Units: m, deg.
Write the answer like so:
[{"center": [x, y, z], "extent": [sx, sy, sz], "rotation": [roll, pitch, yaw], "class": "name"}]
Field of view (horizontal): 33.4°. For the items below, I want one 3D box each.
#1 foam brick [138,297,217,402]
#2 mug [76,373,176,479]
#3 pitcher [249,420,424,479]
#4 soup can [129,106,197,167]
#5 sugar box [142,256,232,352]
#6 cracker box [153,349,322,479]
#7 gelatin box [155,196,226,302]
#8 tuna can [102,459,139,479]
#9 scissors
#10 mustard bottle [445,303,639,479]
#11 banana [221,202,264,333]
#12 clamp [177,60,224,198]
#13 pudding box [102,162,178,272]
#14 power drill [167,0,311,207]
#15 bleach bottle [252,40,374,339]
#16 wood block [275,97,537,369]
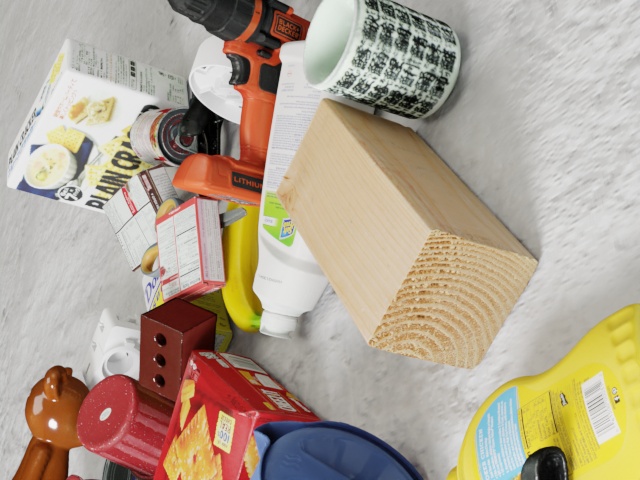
[{"center": [-0.133, 0.101, 0.991], "extent": [0.053, 0.051, 0.078], "rotation": [19, 118, 28], "class": "foam brick"}, {"center": [-0.195, 0.181, 1.075], "extent": [0.117, 0.081, 0.093], "rotation": [18, 76, 45], "class": "mug"}, {"center": [-0.021, 0.256, 0.737], "extent": [0.149, 0.145, 0.243], "rotation": [-94, 28, -53], "class": "pitcher"}, {"center": [-0.173, -0.119, 1.231], "extent": [0.102, 0.068, 0.068], "rotation": [9, 85, 62], "class": "soup can"}, {"center": [-0.142, 0.068, 1.110], "extent": [0.093, 0.048, 0.176], "rotation": [-58, 34, 27], "class": "sugar box"}, {"center": [-0.088, 0.219, 0.914], "extent": [0.164, 0.072, 0.214], "rotation": [28, 102, 61], "class": "cracker box"}, {"center": [-0.124, 0.011, 1.021], "extent": [0.073, 0.030, 0.089], "rotation": [-25, 66, 46], "class": "gelatin box"}, {"center": [-0.204, 0.252, 1.143], "extent": [0.086, 0.033, 0.086], "rotation": [-35, 48, 50], "class": "tuna can"}, {"center": [-0.128, -0.025, 1.079], "extent": [0.202, 0.016, 0.096], "rotation": [-34, 45, 44], "class": "scissors"}, {"center": [0.130, 0.118, 0.590], "extent": [0.192, 0.058, 0.096], "rotation": [-43, 48, 44], "class": "mustard bottle"}, {"center": [-0.068, 0.013, 1.016], "extent": [0.070, 0.037, 0.198], "rotation": [-37, 46, 36], "class": "banana"}, {"center": [-0.121, -0.131, 1.153], "extent": [0.120, 0.039, 0.171], "rotation": [90, -174, -47], "class": "clamp"}, {"center": [-0.199, -0.024, 1.224], "extent": [0.114, 0.039, 0.090], "rotation": [-33, 82, 53], "class": "pudding box"}, {"center": [-0.075, -0.131, 0.946], "extent": [0.057, 0.184, 0.187], "rotation": [8, 85, 47], "class": "power drill"}, {"center": [-0.015, -0.042, 0.918], "extent": [0.103, 0.068, 0.251], "rotation": [13, 90, 57], "class": "bleach bottle"}, {"center": [0.052, -0.010, 0.756], "extent": [0.091, 0.090, 0.206], "rotation": [-63, 30, 20], "class": "wood block"}]
